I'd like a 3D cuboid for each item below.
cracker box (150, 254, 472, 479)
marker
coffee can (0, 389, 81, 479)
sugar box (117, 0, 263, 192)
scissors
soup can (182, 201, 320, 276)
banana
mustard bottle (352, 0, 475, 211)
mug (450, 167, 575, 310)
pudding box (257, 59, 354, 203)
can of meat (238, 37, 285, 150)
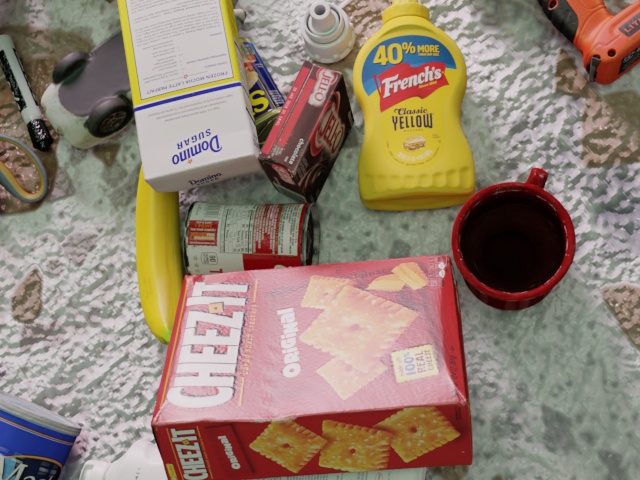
[{"bbox_3d":[-0.002,0.088,0.777,0.214,0.072,0.164,-5,36,7],"label":"cracker box"},{"bbox_3d":[-0.271,-0.134,0.974,0.020,0.020,0.121,-26,73,1],"label":"marker"},{"bbox_3d":[-0.266,0.194,0.847,0.103,0.103,0.140,21,80,13],"label":"coffee can"},{"bbox_3d":[-0.108,-0.132,0.878,0.093,0.048,0.176,-12,75,6],"label":"sugar box"},{"bbox_3d":[-0.330,-0.094,0.942,0.201,0.016,0.096,41,96,-4],"label":"scissors"},{"bbox_3d":[-0.056,0.001,0.882,0.102,0.068,0.068,2,76,9],"label":"soup can"},{"bbox_3d":[-0.130,0.006,0.896,0.037,0.070,0.198,5,64,-31],"label":"banana"},{"bbox_3d":[0.076,-0.124,0.899,0.096,0.058,0.191,-4,75,6],"label":"mustard bottle"},{"bbox_3d":[0.154,-0.002,0.844,0.093,0.081,0.117,17,79,12],"label":"mug"},{"bbox_3d":[-0.010,-0.084,0.873,0.039,0.113,0.090,25,81,10],"label":"pudding box"},{"bbox_3d":[-0.082,-0.114,0.922,0.102,0.057,0.084,-29,71,1],"label":"can of meat"}]
